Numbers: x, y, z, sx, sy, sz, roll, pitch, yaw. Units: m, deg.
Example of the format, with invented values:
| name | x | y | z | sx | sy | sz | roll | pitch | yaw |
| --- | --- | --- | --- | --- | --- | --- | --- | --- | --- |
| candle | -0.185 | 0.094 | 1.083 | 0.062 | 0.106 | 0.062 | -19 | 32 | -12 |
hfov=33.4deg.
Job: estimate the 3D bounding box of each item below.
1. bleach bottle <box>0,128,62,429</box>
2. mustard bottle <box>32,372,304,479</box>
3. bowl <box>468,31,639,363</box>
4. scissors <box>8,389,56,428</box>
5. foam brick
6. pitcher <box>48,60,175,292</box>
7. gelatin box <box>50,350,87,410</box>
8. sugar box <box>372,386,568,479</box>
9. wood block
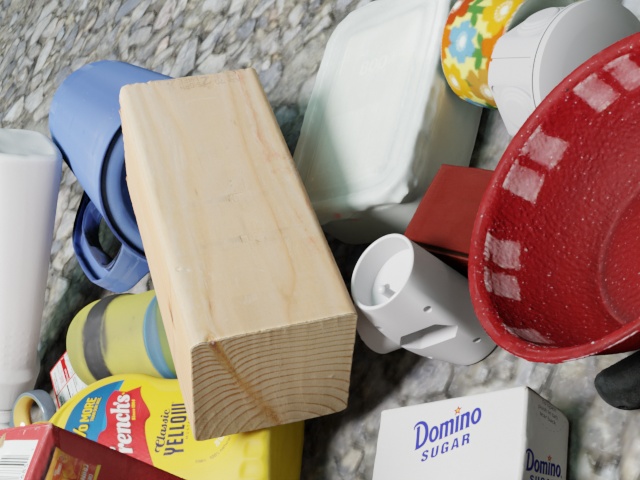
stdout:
| name | x | y | z | sx | sy | sz | roll | pitch | yaw |
| --- | --- | --- | --- | --- | --- | --- | --- | --- | --- |
| bleach bottle | -0.264 | 0.038 | 0.901 | 0.103 | 0.068 | 0.251 | 38 | 124 | 58 |
| mustard bottle | -0.108 | 0.127 | 0.652 | 0.192 | 0.058 | 0.096 | -7 | 56 | 18 |
| bowl | 0.139 | -0.012 | 0.468 | 0.162 | 0.055 | 0.162 | -43 | 31 | 33 |
| scissors | -0.257 | 0.154 | 0.873 | 0.202 | 0.016 | 0.096 | 14 | 105 | 47 |
| foam brick | 0.094 | -0.004 | 0.574 | 0.078 | 0.053 | 0.051 | 15 | 76 | 53 |
| pitcher | -0.148 | -0.068 | 0.863 | 0.149 | 0.145 | 0.243 | -20 | 24 | -19 |
| gelatin box | -0.173 | 0.100 | 0.842 | 0.089 | 0.030 | 0.073 | -51 | 36 | 11 |
| sugar box | 0.062 | 0.160 | 0.491 | 0.094 | 0.048 | 0.176 | -18 | 47 | 41 |
| wood block | -0.055 | 0.001 | 0.627 | 0.091 | 0.090 | 0.206 | 95 | 160 | -47 |
